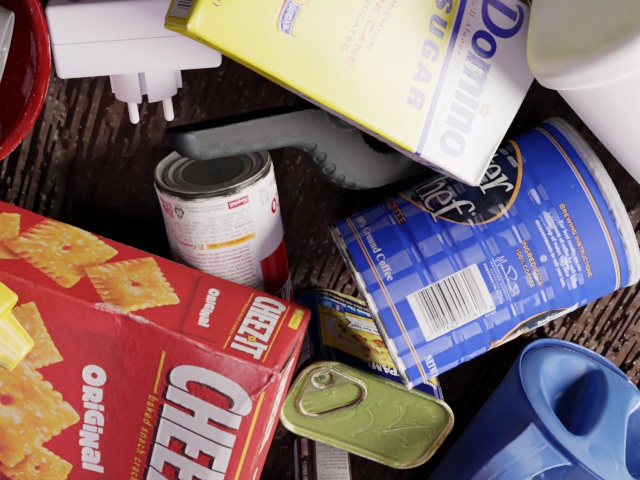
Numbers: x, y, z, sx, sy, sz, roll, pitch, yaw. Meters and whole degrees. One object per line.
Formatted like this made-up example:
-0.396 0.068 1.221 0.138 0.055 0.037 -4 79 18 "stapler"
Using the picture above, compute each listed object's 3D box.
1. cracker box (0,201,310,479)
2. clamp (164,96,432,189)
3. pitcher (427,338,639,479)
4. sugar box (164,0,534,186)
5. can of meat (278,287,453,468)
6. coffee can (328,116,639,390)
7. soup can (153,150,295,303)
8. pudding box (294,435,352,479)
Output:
-0.132 0.082 0.595 0.214 0.072 0.164 20 122 5 "cracker box"
0.005 -0.085 0.558 0.171 0.039 0.120 13 99 -41 "clamp"
0.116 0.192 0.704 0.149 0.145 0.243 26 120 -12 "pitcher"
0.023 -0.103 0.506 0.176 0.048 0.093 24 94 -27 "sugar box"
0.024 0.081 0.656 0.102 0.084 0.057 22 118 -17 "can of meat"
0.089 0.007 0.592 0.140 0.103 0.103 -26 121 1 "coffee can"
-0.054 0.001 0.610 0.068 0.068 0.102 -8 122 0 "soup can"
0.005 0.200 0.726 0.039 0.090 0.113 -5 122 -1 "pudding box"
